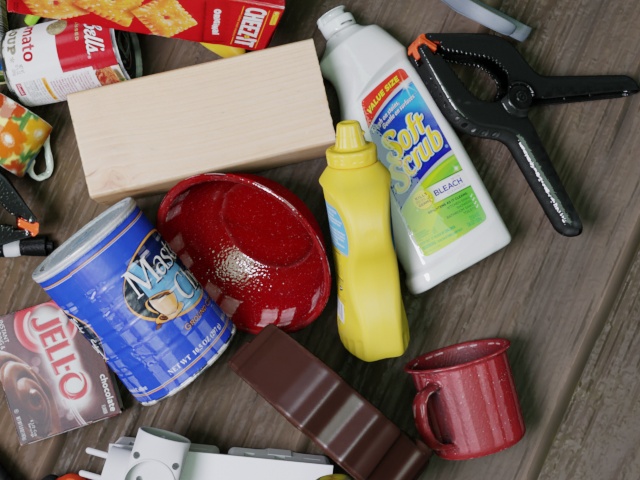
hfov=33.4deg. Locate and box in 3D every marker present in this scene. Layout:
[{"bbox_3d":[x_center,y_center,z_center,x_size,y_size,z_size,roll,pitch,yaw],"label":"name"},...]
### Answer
[{"bbox_3d":[-0.294,0.006,0.931,0.121,0.020,0.020,-2,88,-2],"label":"marker"}]

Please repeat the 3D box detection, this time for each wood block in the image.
[{"bbox_3d":[-0.097,-0.098,0.908,0.206,0.090,0.091,-13,88,-2],"label":"wood block"}]

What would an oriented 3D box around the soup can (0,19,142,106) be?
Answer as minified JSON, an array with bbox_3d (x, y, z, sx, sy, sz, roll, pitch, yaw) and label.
[{"bbox_3d":[-0.211,-0.156,0.908,0.102,0.068,0.068,-11,88,9],"label":"soup can"}]

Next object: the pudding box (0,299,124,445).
[{"bbox_3d":[-0.228,0.109,0.920,0.090,0.039,0.113,-18,88,-3],"label":"pudding box"}]

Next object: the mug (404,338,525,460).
[{"bbox_3d":[0.119,0.138,0.900,0.093,0.117,0.081,-12,94,41],"label":"mug"}]

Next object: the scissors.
[{"bbox_3d":[0.093,-0.221,0.924,0.201,0.096,0.016,25,107,-4],"label":"scissors"}]

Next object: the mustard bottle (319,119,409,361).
[{"bbox_3d":[0.034,-0.004,0.877,0.058,0.096,0.191,-10,110,-4],"label":"mustard bottle"}]

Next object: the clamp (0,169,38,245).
[{"bbox_3d":[-0.312,-0.047,0.867,0.171,0.039,0.120,10,99,-23],"label":"clamp"}]

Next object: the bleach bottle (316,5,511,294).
[{"bbox_3d":[0.063,-0.085,0.928,0.102,0.068,0.251,-29,87,-7],"label":"bleach bottle"}]

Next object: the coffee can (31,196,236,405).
[{"bbox_3d":[-0.152,0.050,0.879,0.103,0.103,0.140,-38,104,-3],"label":"coffee can"}]

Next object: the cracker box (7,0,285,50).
[{"bbox_3d":[-0.139,-0.252,0.877,0.213,0.072,0.164,7,63,-15],"label":"cracker box"}]

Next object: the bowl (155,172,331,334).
[{"bbox_3d":[-0.056,0.001,0.899,0.162,0.055,0.162,15,128,19],"label":"bowl"}]

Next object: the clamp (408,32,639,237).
[{"bbox_3d":[0.174,-0.124,0.924,0.210,0.036,0.164,36,69,-6],"label":"clamp"}]
